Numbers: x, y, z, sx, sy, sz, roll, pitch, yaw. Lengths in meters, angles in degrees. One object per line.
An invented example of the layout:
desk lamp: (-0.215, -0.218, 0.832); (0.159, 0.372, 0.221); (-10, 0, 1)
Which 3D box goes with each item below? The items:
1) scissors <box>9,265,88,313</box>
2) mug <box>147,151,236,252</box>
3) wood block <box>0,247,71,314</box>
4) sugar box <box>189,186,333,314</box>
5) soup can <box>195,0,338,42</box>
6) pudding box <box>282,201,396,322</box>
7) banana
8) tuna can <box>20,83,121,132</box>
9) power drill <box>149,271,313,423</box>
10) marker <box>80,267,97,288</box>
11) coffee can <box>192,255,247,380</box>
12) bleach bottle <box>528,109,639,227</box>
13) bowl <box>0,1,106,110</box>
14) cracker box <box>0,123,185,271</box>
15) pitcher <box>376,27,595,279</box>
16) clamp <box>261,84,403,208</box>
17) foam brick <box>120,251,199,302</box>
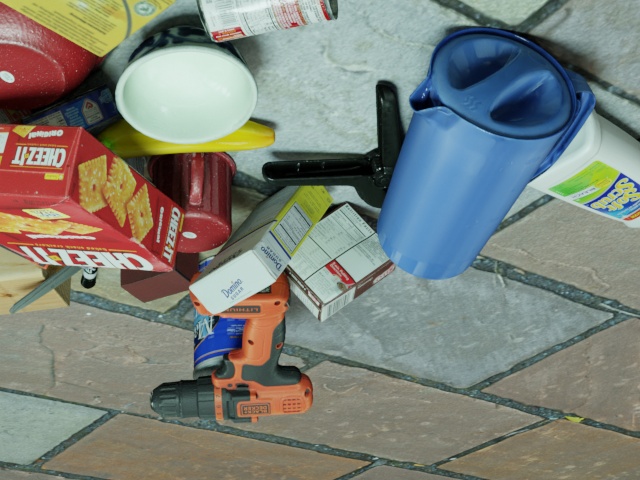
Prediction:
scissors: (-0.241, 0.002, 1.127); (0.201, 0.016, 0.096); (-28, 144, -32)
mug: (-0.130, -0.046, 1.090); (0.093, 0.081, 0.117); (4, 149, -13)
wood block: (-0.389, 0.030, 1.182); (0.206, 0.090, 0.091); (-7, 153, 5)
sugar box: (-0.057, 0.002, 1.098); (0.093, 0.176, 0.048); (-30, 107, 33)
soup can: (-0.042, -0.199, 0.847); (0.102, 0.068, 0.068); (-9, 150, 10)
pudding box: (0.015, 0.022, 1.171); (0.113, 0.090, 0.039); (-33, 156, -25)
banana: (-0.137, -0.095, 1.009); (0.197, 0.070, 0.037); (-11, 125, -39)
tuna can: (-0.226, -0.111, 0.966); (0.086, 0.086, 0.034); (-18, 104, 23)
power drill: (-0.100, 0.120, 1.167); (0.184, 0.057, 0.188); (-3, 127, -5)
marker: (-0.270, 0.024, 1.260); (0.020, 0.020, 0.121); (5, 149, -15)
coffee can: (-0.103, 0.100, 1.289); (0.103, 0.140, 0.103); (-3, 150, -2)
bleach bottle: (0.320, -0.066, 1.128); (0.250, 0.068, 0.103); (18, 144, -37)
bowl: (-0.261, -0.159, 0.906); (0.162, 0.055, 0.162); (-2, 150, -2)
cracker box: (-0.240, -0.034, 0.954); (0.164, 0.072, 0.213); (4, 163, 18)
pitcher: (0.143, -0.071, 1.007); (0.149, 0.144, 0.243); (27, 143, 6)
clamp: (0.052, -0.073, 1.104); (0.165, 0.036, 0.209); (-27, 146, 24)
foam brick: (-0.189, 0.033, 1.251); (0.078, 0.053, 0.051); (-15, 148, 20)
